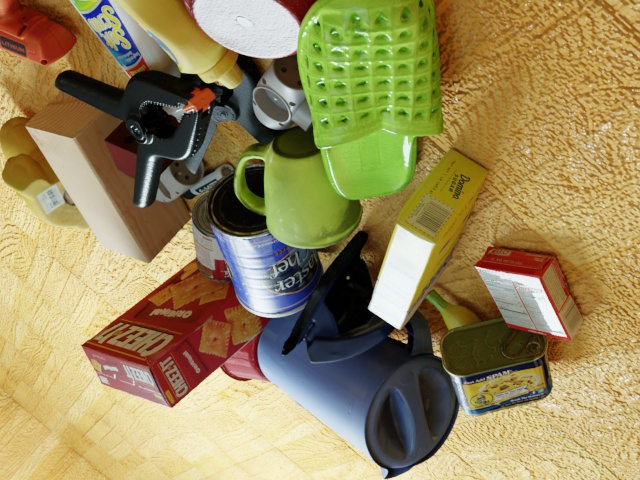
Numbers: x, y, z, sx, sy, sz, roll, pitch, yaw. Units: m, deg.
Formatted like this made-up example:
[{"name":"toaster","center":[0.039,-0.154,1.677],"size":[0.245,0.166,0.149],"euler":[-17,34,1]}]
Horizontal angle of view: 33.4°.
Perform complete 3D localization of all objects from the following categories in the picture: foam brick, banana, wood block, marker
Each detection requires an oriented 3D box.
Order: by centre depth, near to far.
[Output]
[{"name":"banana","center":[0.164,0.128,1.143],"size":[0.070,0.037,0.197],"euler":[43,161,45]},{"name":"foam brick","center":[-0.188,-0.110,1.170],"size":[0.053,0.078,0.051],"euler":[25,152,27]},{"name":"marker","center":[-0.132,-0.066,1.230],"size":[0.020,0.020,0.121],"euler":[47,153,-14]},{"name":"wood block","center":[-0.249,-0.081,1.280],"size":[0.091,0.090,0.206],"euler":[17,145,37]}]

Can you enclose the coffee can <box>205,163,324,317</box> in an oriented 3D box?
[{"name":"coffee can","center":[-0.058,0.001,1.149],"size":[0.103,0.102,0.140],"euler":[24,149,28]}]

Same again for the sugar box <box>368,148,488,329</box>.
[{"name":"sugar box","center":[0.095,0.004,0.970],"size":[0.048,0.093,0.176],"euler":[32,154,14]}]

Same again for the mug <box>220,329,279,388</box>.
[{"name":"mug","center":[-0.069,0.146,1.362],"size":[0.082,0.093,0.117],"euler":[-1,125,55]}]

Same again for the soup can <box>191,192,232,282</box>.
[{"name":"soup can","center":[-0.115,-0.005,1.251],"size":[0.068,0.068,0.102],"euler":[31,152,16]}]

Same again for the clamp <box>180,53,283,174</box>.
[{"name":"clamp","center":[-0.099,-0.128,1.039],"size":[0.120,0.039,0.171],"euler":[-12,129,14]}]

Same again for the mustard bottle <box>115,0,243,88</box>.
[{"name":"mustard bottle","center":[-0.134,-0.199,0.911],"size":[0.191,0.058,0.096],"euler":[44,-173,-31]}]

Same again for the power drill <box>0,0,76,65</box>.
[{"name":"power drill","center":[-0.321,-0.275,1.109],"size":[0.185,0.057,0.187],"euler":[26,148,32]}]

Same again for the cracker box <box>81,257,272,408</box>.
[{"name":"cracker box","center":[-0.164,0.101,1.313],"size":[0.164,0.213,0.072],"euler":[6,127,49]}]

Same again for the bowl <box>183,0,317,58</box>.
[{"name":"bowl","center":[-0.049,-0.191,0.834],"size":[0.162,0.055,0.162],"euler":[14,157,6]}]

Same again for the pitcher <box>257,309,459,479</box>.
[{"name":"pitcher","center":[0.036,0.145,1.218],"size":[0.243,0.149,0.145],"euler":[24,154,51]}]

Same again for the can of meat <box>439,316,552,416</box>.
[{"name":"can of meat","center":[0.176,0.125,1.055],"size":[0.102,0.057,0.084],"euler":[-15,138,8]}]

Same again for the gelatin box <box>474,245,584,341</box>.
[{"name":"gelatin box","center":[0.193,0.048,0.983],"size":[0.073,0.030,0.089],"euler":[10,141,47]}]

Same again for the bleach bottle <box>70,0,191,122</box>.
[{"name":"bleach bottle","center":[-0.176,-0.207,1.024],"size":[0.103,0.068,0.250],"euler":[13,145,43]}]

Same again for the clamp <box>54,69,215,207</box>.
[{"name":"clamp","center":[-0.177,-0.123,1.049],"size":[0.164,0.036,0.210],"euler":[53,145,-11]}]
